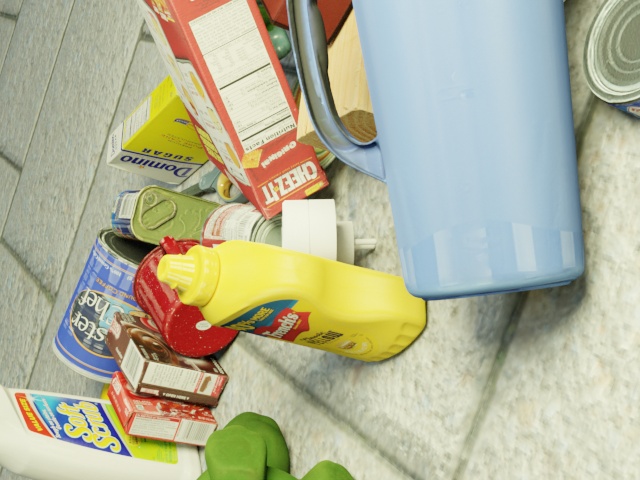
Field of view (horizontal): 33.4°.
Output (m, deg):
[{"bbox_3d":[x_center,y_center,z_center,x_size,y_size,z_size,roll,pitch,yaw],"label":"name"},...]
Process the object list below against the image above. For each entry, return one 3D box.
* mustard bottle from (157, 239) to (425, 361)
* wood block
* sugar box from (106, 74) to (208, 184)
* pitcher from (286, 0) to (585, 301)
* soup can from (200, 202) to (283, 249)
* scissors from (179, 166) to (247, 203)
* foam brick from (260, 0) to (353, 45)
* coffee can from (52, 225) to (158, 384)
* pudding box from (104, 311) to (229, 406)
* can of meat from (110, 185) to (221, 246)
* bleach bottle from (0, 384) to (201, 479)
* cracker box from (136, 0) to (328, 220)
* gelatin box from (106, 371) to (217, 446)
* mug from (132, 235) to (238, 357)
[{"bbox_3d":[-0.025,0.040,0.757,0.096,0.191,0.058,-29,53,51],"label":"mustard bottle"},{"bbox_3d":[0.050,-0.173,0.835,0.091,0.090,0.206,-18,61,57],"label":"wood block"},{"bbox_3d":[-0.153,-0.120,1.147,0.177,0.093,0.048,-36,47,48],"label":"sugar box"},{"bbox_3d":[0.080,-0.088,0.647,0.149,0.144,0.243,-11,85,61],"label":"pitcher"},{"bbox_3d":[-0.056,0.001,0.952,0.102,0.068,0.068,6,81,60],"label":"soup can"},{"bbox_3d":[-0.111,-0.080,1.134,0.202,0.016,0.096,11,84,60],"label":"scissors"},{"bbox_3d":[-0.012,-0.193,0.806,0.051,0.052,0.078,-59,33,26],"label":"foam brick"},{"bbox_3d":[-0.218,0.070,1.156,0.140,0.102,0.103,-64,31,17],"label":"coffee can"},{"bbox_3d":[-0.151,0.114,1.036,0.114,0.089,0.039,44,115,56],"label":"pudding box"},{"bbox_3d":[-0.158,-0.020,1.102,0.084,0.102,0.057,4,80,62],"label":"can of meat"},{"bbox_3d":[-0.239,0.188,0.987,0.068,0.250,0.102,-57,34,28],"label":"bleach bottle"},{"bbox_3d":[-0.082,-0.145,0.900,0.072,0.213,0.164,-29,31,-10],"label":"cracker box"},{"bbox_3d":[-0.151,0.159,1.014,0.030,0.089,0.073,-67,30,14],"label":"gelatin box"},{"bbox_3d":[-0.125,0.048,1.012,0.082,0.093,0.117,49,157,50],"label":"mug"}]
